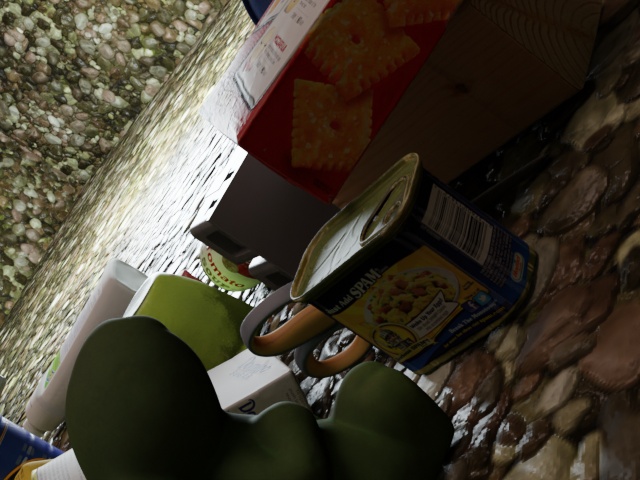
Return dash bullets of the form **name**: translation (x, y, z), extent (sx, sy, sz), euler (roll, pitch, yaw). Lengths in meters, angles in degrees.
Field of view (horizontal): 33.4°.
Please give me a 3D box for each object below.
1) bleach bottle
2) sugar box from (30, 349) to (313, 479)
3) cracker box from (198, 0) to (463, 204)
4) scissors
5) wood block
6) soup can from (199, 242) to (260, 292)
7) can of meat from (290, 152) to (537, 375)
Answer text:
- **bleach bottle**: translation (-0.308, 0.149, 1.374), extent (0.251, 0.068, 0.102), euler (-55, 15, 10)
- **sugar box**: translation (-0.096, 0.133, 0.681), extent (0.176, 0.048, 0.093), euler (-26, 13, -12)
- **cracker box**: translation (0.022, -0.136, 0.627), extent (0.214, 0.072, 0.164), euler (-55, 18, 2)
- **scissors**: translation (0.050, 0.024, 0.630), extent (0.202, 0.096, 0.016), euler (-26, 49, 0)
- **wood block**: translation (0.073, -0.100, 0.700), extent (0.206, 0.090, 0.090), euler (-36, 26, 49)
- **soup can**: translation (-0.056, 0.001, 0.917), extent (0.102, 0.068, 0.068), euler (-30, 29, 58)
- **can of meat**: translation (0.048, 0.016, 0.554), extent (0.102, 0.084, 0.057), euler (-41, 21, 43)
